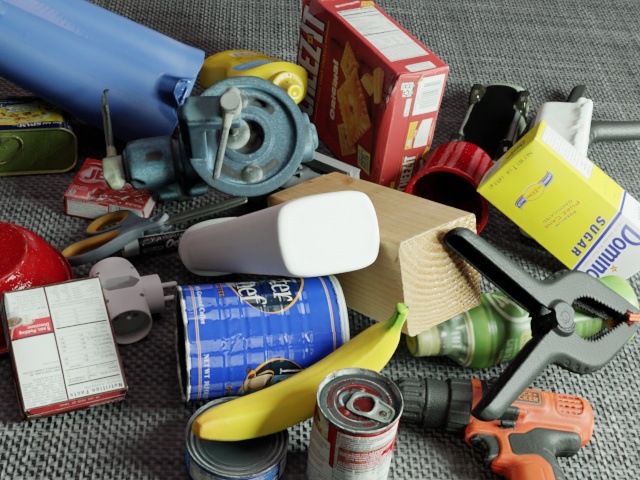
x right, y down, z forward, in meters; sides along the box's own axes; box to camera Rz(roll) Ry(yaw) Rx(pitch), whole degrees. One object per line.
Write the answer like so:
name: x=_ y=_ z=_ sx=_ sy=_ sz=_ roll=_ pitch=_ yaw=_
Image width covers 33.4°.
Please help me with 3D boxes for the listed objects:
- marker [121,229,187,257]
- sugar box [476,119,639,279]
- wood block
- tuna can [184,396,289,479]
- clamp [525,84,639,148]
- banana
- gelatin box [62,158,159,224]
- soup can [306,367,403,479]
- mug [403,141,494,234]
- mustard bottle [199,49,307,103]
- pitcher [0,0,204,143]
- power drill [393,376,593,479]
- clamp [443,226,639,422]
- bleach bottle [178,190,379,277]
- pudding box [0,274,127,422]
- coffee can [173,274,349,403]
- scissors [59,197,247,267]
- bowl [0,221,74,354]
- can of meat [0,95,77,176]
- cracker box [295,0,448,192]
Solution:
marker: x=-0.144 y=-0.002 z=1.100 sx=0.121 sy=0.020 sz=0.020 roll=-10 pitch=42 yaw=-19
sugar box: x=0.255 y=-0.030 z=1.078 sx=0.176 sy=0.093 sz=0.048 roll=40 pitch=41 yaw=-5
wood block: x=0.046 y=0.007 z=1.006 sx=0.090 sy=0.091 sz=0.206 roll=-21 pitch=25 yaw=-30
tuna can: x=-0.070 y=0.172 z=0.883 sx=0.086 sy=0.034 sz=0.086 roll=4 pitch=39 yaw=-3
clamp: x=0.310 y=-0.145 z=1.330 sx=0.171 sy=0.039 sz=0.120 roll=-16 pitch=38 yaw=-24
banana: x=-0.011 y=0.116 z=0.872 sx=0.197 sy=0.069 sz=0.037 roll=-31 pitch=44 yaw=-8
gelatin box: x=-0.221 y=-0.052 z=1.142 sx=0.089 sy=0.030 sz=0.073 roll=11 pitch=39 yaw=5
soup can: x=0.026 y=0.161 z=0.856 sx=0.068 sy=0.102 sz=0.068 roll=4 pitch=39 yaw=-3
mug: x=0.134 y=-0.053 z=1.162 sx=0.117 sy=0.093 sz=0.081 roll=-17 pitch=22 yaw=30
mustard bottle: x=-0.069 y=-0.188 z=1.259 sx=0.096 sy=0.058 sz=0.192 roll=-6 pitch=17 yaw=-25
pitcher: x=-0.263 y=-0.198 z=1.182 sx=0.242 sy=0.149 sz=0.145 roll=25 pitch=38 yaw=-16
power drill: x=0.142 y=0.188 z=0.875 sx=0.184 sy=0.057 sz=0.187 roll=6 pitch=39 yaw=-1
clamp: x=0.199 y=0.080 z=0.929 sx=0.209 sy=0.036 sz=0.164 roll=10 pitch=70 yaw=-29
bleach bottle: x=-0.056 y=0.001 z=0.984 sx=0.102 sy=0.068 sz=0.251 roll=-9 pitch=1 yaw=-31
pudding box: x=-0.223 y=0.093 z=0.926 sx=0.089 sy=0.039 sz=0.113 roll=-10 pitch=70 yaw=-21
coffee can: x=-0.054 y=0.085 z=0.938 sx=0.140 sy=0.103 sz=0.103 roll=-4 pitch=40 yaw=-13
scissors: x=-0.165 y=-0.023 z=1.063 sx=0.202 sy=0.016 sz=0.096 roll=-21 pitch=25 yaw=7
bowl: x=-0.314 y=0.031 z=0.992 sx=0.162 sy=0.055 sz=0.162 roll=0 pitch=43 yaw=0
can of meat: x=-0.326 y=-0.120 z=1.191 sx=0.102 sy=0.057 sz=0.084 roll=-5 pitch=38 yaw=-15
cracker box: x=0.047 y=-0.174 z=1.227 sx=0.072 sy=0.164 sz=0.214 roll=-14 pitch=43 yaw=-27
